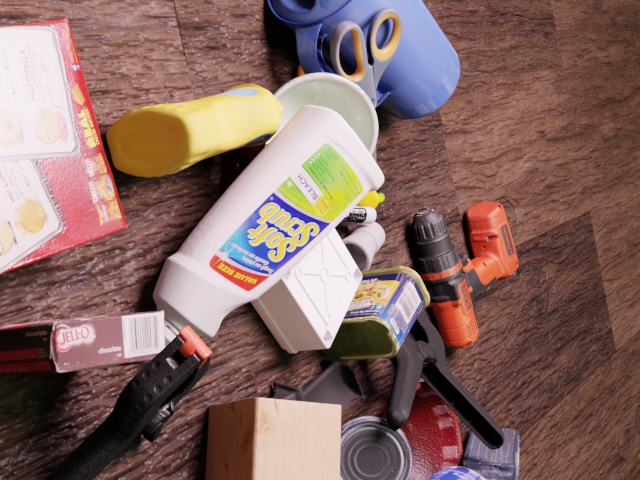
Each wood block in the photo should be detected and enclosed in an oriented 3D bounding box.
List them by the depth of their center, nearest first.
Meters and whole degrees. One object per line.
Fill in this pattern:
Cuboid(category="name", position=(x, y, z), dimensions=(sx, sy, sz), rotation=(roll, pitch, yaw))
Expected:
Cuboid(category="wood block", position=(-0.044, 0.245, 0.917), dimensions=(0.090, 0.090, 0.206), rotation=(11, 72, -32))

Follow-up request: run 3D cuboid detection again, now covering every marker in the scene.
Cuboid(category="marker", position=(0.012, -0.029, 1.127), dimensions=(0.120, 0.020, 0.020), rotation=(2, 81, -45))

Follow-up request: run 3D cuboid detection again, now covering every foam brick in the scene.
Cuboid(category="foam brick", position=(-0.060, -0.044, 1.012), dimensions=(0.051, 0.053, 0.078), rotation=(29, 58, -50))

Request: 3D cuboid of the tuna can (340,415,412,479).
Cuboid(category="tuna can", position=(0.051, 0.222, 1.082), dimensions=(0.034, 0.086, 0.086), rotation=(76, 10, -83))

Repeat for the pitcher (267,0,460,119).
Cuboid(category="pitcher", position=(0.055, -0.222, 1.165), dimensions=(0.242, 0.149, 0.145), rotation=(37, 15, -50))

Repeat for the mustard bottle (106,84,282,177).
Cuboid(category="mustard bottle", position=(-0.092, -0.102, 0.939), dimensions=(0.191, 0.096, 0.058), rotation=(-27, 105, -55))

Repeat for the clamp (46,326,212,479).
Cuboid(category="clamp", position=(-0.127, 0.123, 0.801), dimensions=(0.039, 0.172, 0.120), rotation=(46, 26, 3))

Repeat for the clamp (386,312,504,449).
Cuboid(category="clamp", position=(0.115, 0.136, 1.159), dimensions=(0.164, 0.036, 0.210), rotation=(24, 33, -33))

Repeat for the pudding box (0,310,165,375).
Cuboid(category="pudding box", position=(-0.181, 0.074, 0.771), dimensions=(0.113, 0.090, 0.039), rotation=(2, 83, -56))

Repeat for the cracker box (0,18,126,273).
Cuboid(category="cracker box", position=(-0.245, -0.056, 0.724), dimensions=(0.213, 0.072, 0.164), rotation=(-26, 104, -54))

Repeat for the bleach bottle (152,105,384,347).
Cuboid(category="bleach bottle", position=(-0.056, 0.001, 0.931), dimensions=(0.250, 0.068, 0.102), rotation=(-50, 125, -17))

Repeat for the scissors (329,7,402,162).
Cuboid(category="scissors", position=(0.061, -0.162, 1.116), dimensions=(0.096, 0.016, 0.201), rotation=(-42, 143, -10))

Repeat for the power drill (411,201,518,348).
Cuboid(category="power drill", position=(0.182, 0.019, 1.355), dimensions=(0.187, 0.057, 0.184), rotation=(-39, 118, -49))

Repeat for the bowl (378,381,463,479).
Cuboid(category="bowl", position=(0.098, 0.238, 1.179), dimensions=(0.161, 0.055, 0.162), rotation=(18, 68, -53))

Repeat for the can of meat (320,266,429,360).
Cuboid(category="can of meat", position=(0.050, 0.077, 1.105), dimensions=(0.083, 0.102, 0.057), rotation=(-54, 125, -44))
